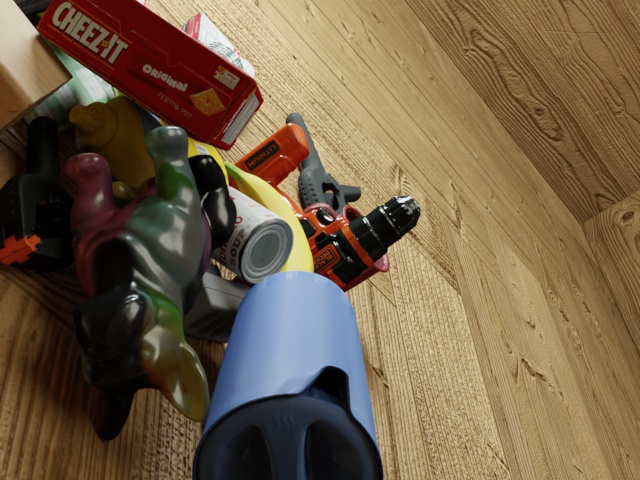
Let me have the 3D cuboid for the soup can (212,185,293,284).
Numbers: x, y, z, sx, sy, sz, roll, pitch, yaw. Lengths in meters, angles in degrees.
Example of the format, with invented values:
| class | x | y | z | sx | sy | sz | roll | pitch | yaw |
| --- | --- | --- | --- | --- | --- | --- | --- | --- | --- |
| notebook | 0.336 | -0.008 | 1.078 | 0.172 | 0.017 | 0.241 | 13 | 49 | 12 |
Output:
| class | x | y | z | sx | sy | sz | roll | pitch | yaw |
| --- | --- | --- | --- | --- | --- | --- | --- | --- | --- |
| soup can | -0.083 | -0.010 | 0.999 | 0.102 | 0.068 | 0.068 | 31 | 2 | 36 |

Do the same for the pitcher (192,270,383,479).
| class | x | y | z | sx | sy | sz | roll | pitch | yaw |
| --- | --- | --- | --- | --- | --- | --- | --- | --- | --- |
| pitcher | -0.027 | 0.128 | 0.847 | 0.243 | 0.149 | 0.145 | -89 | 156 | -67 |

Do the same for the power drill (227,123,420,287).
| class | x | y | z | sx | sy | sz | roll | pitch | yaw |
| --- | --- | --- | --- | --- | --- | --- | --- | --- | --- |
| power drill | -0.006 | -0.037 | 1.168 | 0.188 | 0.184 | 0.057 | 56 | 4 | 26 |

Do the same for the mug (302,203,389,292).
| class | x | y | z | sx | sy | sz | roll | pitch | yaw |
| --- | --- | --- | --- | --- | --- | --- | --- | --- | --- |
| mug | 0.016 | 0.009 | 1.274 | 0.117 | 0.082 | 0.093 | 52 | 20 | -15 |

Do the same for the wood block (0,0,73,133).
| class | x | y | z | sx | sy | sz | roll | pitch | yaw |
| --- | --- | --- | --- | --- | --- | --- | --- | --- | --- |
| wood block | -0.293 | -0.169 | 0.786 | 0.206 | 0.091 | 0.090 | 53 | 19 | -13 |

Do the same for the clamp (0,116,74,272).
| class | x | y | z | sx | sy | sz | roll | pitch | yaw |
| --- | --- | --- | --- | --- | --- | --- | --- | --- | --- |
| clamp | -0.206 | -0.018 | 0.843 | 0.120 | 0.039 | 0.171 | 49 | 23 | -24 |

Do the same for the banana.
| class | x | y | z | sx | sy | sz | roll | pitch | yaw |
| --- | --- | --- | --- | --- | --- | --- | --- | --- | --- |
| banana | -0.044 | 0.000 | 1.062 | 0.069 | 0.037 | 0.198 | 5 | 41 | -37 |

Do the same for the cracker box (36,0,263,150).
| class | x | y | z | sx | sy | sz | roll | pitch | yaw |
| --- | --- | --- | --- | --- | --- | --- | --- | --- | --- |
| cracker box | -0.137 | -0.147 | 0.915 | 0.164 | 0.072 | 0.213 | 33 | 2 | -3 |

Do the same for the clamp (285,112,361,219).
| class | x | y | z | sx | sy | sz | roll | pitch | yaw |
| --- | --- | --- | --- | --- | --- | --- | --- | --- | --- |
| clamp | -0.001 | -0.080 | 1.444 | 0.164 | 0.036 | 0.210 | 51 | 20 | -18 |

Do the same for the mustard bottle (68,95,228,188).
| class | x | y | z | sx | sy | sz | roll | pitch | yaw |
| --- | --- | --- | --- | --- | --- | --- | --- | --- | --- |
| mustard bottle | -0.166 | -0.086 | 1.015 | 0.191 | 0.058 | 0.096 | 28 | 37 | -55 |
